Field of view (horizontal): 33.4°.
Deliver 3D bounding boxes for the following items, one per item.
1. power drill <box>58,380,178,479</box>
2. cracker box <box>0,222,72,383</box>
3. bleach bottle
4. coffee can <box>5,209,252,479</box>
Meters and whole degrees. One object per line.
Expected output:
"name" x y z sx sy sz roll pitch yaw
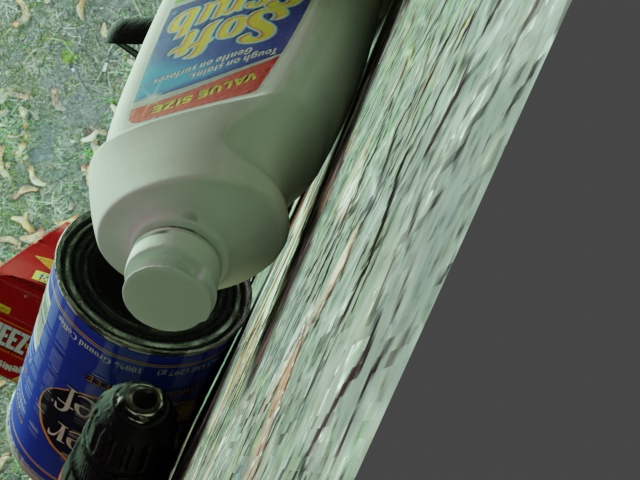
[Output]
"power drill" -0.124 0.174 0.487 0.187 0.057 0.185 -66 -1 -47
"cracker box" -0.156 0.062 0.806 0.072 0.164 0.213 -63 4 10
"bleach bottle" -0.027 -0.060 0.433 0.250 0.103 0.068 -80 -17 -50
"coffee can" -0.107 0.064 0.581 0.102 0.103 0.140 -70 6 -50
